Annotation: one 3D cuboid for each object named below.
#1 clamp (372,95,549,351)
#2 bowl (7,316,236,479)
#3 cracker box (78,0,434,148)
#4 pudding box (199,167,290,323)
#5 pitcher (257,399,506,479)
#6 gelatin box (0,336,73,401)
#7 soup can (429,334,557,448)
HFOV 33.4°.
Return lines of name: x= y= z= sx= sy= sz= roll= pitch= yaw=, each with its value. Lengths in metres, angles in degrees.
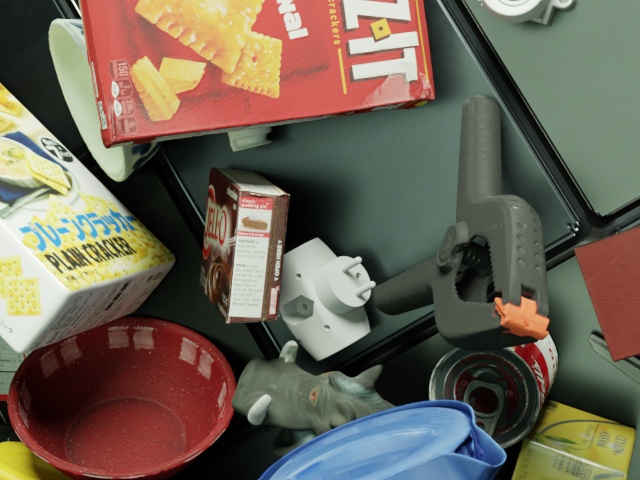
clamp: x=0.087 y=0.015 z=0.656 sx=0.036 sy=0.210 sz=0.165 roll=19 pitch=113 yaw=-16
bowl: x=-0.142 y=0.127 z=0.776 sx=0.162 sy=0.161 sz=0.055 roll=19 pitch=129 yaw=16
cracker box: x=-0.044 y=-0.154 z=0.679 sx=0.213 sy=0.072 sz=0.164 roll=-9 pitch=96 yaw=-12
pudding box: x=-0.055 y=0.001 z=0.738 sx=0.039 sy=0.114 sz=0.090 roll=2 pitch=100 yaw=-18
pitcher: x=0.055 y=0.227 z=0.623 sx=0.145 sy=0.149 sz=0.243 roll=-21 pitch=95 yaw=-11
gelatin box: x=-0.227 y=0.083 z=0.836 sx=0.073 sy=0.030 sz=0.089 roll=-1 pitch=116 yaw=14
soup can: x=0.115 y=0.088 z=0.692 sx=0.069 sy=0.102 sz=0.068 roll=3 pitch=98 yaw=19
